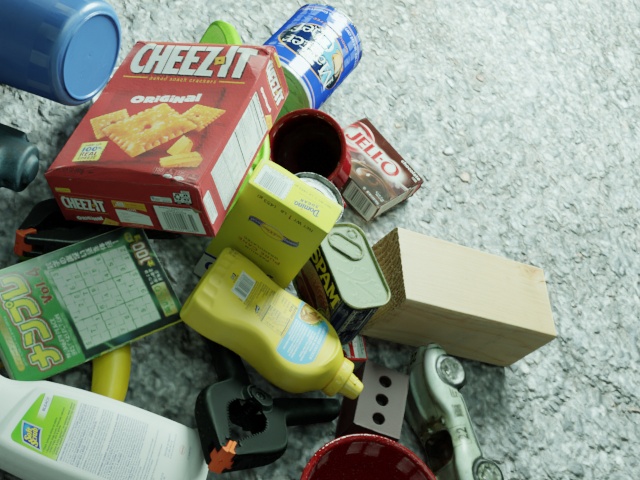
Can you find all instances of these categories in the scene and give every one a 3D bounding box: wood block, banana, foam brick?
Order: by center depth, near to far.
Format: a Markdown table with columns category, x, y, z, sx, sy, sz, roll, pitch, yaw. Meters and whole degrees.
| category | x | y | z | sx | sy | sz | roll | pitch | yaw |
| --- | --- | --- | --- | --- | --- | --- | --- | --- | --- |
| banana | -0.222 | 0.083 | 1.031 | 0.069 | 0.037 | 0.198 | -27 | 68 | -8 |
| foam brick | 0.053 | 0.173 | 1.095 | 0.053 | 0.051 | 0.078 | 22 | 52 | -12 |
| wood block | 0.146 | 0.066 | 1.170 | 0.205 | 0.090 | 0.091 | 15 | 53 | -29 |

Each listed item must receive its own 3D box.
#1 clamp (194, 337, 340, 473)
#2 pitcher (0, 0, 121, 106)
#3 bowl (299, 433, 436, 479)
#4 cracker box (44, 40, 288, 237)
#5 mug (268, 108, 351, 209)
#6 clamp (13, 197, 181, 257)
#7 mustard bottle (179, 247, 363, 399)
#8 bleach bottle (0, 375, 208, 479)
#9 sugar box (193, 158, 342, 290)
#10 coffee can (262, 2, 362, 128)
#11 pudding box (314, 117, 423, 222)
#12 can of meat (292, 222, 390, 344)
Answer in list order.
| category | x | y | z | sx | sy | sz | roll | pitch | yaw |
| --- | --- | --- | --- | --- | --- | --- | --- | --- | --- |
| clamp | -0.057 | 0.162 | 1.012 | 0.164 | 0.036 | 0.210 | 32 | 22 | -7 |
| pitcher | -0.320 | -0.221 | 1.070 | 0.243 | 0.145 | 0.149 | 24 | 42 | 18 |
| bowl | 0.043 | 0.270 | 1.022 | 0.162 | 0.055 | 0.162 | 13 | 54 | -19 |
| cracker box | -0.146 | -0.108 | 1.050 | 0.164 | 0.072 | 0.213 | 7 | 49 | 20 |
| mug | -0.004 | -0.084 | 1.202 | 0.093 | 0.081 | 0.117 | -34 | 77 | 4 |
| clamp | -0.222 | -0.017 | 1.070 | 0.120 | 0.039 | 0.171 | 28 | 40 | 25 |
| mustard bottle | -0.039 | 0.094 | 1.045 | 0.191 | 0.058 | 0.096 | 36 | 37 | -6 |
| bleach bottle | -0.220 | 0.167 | 0.925 | 0.250 | 0.068 | 0.102 | 29 | 49 | -20 |
| sugar box | -0.057 | 0.002 | 1.074 | 0.093 | 0.176 | 0.048 | 33 | 48 | -3 |
| coffee can | -0.025 | -0.207 | 1.279 | 0.103 | 0.103 | 0.140 | 37 | 50 | 0 |
| pudding box | 0.054 | -0.086 | 1.279 | 0.089 | 0.039 | 0.113 | -31 | 76 | -38 |
| can of meat | 0.018 | 0.047 | 1.102 | 0.057 | 0.084 | 0.102 | -6 | 59 | -30 |
